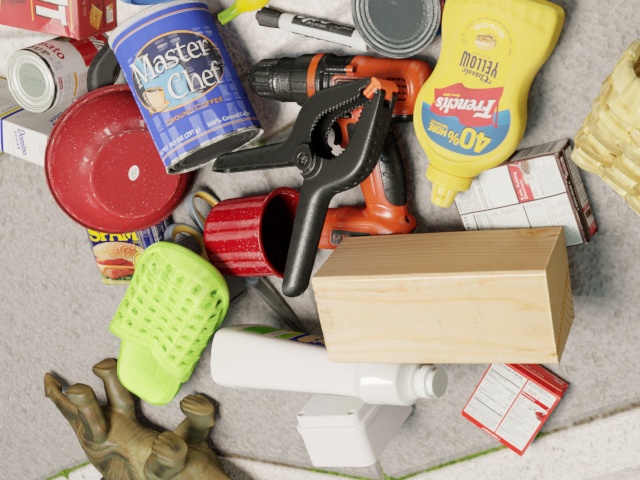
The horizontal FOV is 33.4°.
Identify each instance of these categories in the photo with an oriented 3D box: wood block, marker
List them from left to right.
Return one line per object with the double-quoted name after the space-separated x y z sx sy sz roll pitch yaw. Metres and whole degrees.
-0.008 -0.198 0.998 0.121 0.020 0.020 18 120 23 "marker"
0.109 0.050 0.940 0.206 0.090 0.090 -3 113 24 "wood block"

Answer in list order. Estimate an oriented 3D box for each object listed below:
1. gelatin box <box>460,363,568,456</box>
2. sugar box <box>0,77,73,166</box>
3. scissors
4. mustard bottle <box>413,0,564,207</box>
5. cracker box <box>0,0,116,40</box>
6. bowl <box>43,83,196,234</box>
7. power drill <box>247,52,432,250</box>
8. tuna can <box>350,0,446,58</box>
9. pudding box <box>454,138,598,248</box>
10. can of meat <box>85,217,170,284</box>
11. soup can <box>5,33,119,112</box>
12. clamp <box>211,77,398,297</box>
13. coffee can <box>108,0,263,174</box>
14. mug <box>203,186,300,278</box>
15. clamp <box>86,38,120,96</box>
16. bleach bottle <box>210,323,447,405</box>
0.189 0.155 1.041 0.073 0.030 0.089 34 125 15 "gelatin box"
-0.339 -0.136 1.178 0.176 0.093 0.048 22 122 21 "sugar box"
-0.092 0.040 1.119 0.016 0.096 0.202 -31 92 47 "scissors"
0.131 -0.119 0.908 0.096 0.058 0.192 23 111 19 "mustard bottle"
-0.319 -0.307 1.098 0.214 0.072 0.164 15 120 23 "cracker box"
-0.193 -0.074 1.079 0.055 0.162 0.162 -141 42 -59 "bowl"
0.020 -0.084 1.011 0.185 0.057 0.188 7 115 28 "power drill"
0.072 -0.206 0.938 0.086 0.033 0.086 13 118 25 "tuna can"
0.179 -0.032 0.954 0.114 0.039 0.090 -12 106 36 "pudding box"
-0.210 0.001 1.189 0.102 0.057 0.084 -1 114 31 "can of meat"
-0.267 -0.177 1.109 0.069 0.102 0.068 13 118 26 "soup can"
-0.012 -0.075 0.965 0.165 0.036 0.210 52 119 27 "clamp"
-0.129 -0.148 1.026 0.103 0.102 0.140 -27 86 36 "coffee can"
-0.057 0.001 1.087 0.082 0.093 0.117 -4 147 37 "mug"
-0.212 -0.136 1.101 0.039 0.120 0.171 30 128 57 "clamp"
0.014 0.125 1.046 0.251 0.102 0.068 2 88 38 "bleach bottle"
